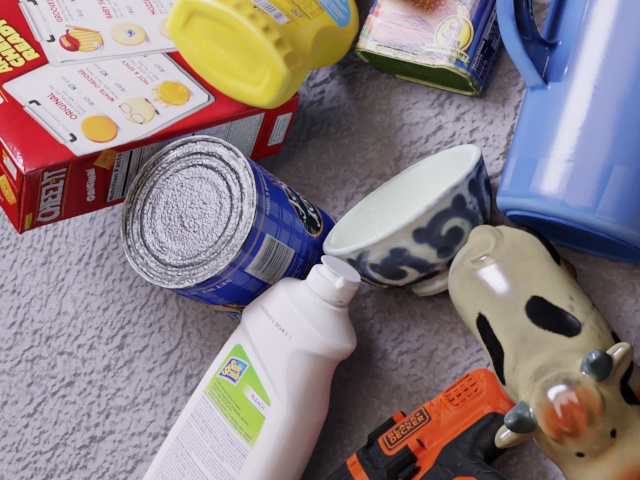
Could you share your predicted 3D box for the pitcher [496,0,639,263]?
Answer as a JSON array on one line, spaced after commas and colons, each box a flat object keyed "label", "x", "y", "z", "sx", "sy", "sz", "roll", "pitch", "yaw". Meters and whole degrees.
[{"label": "pitcher", "x": 0.185, "y": -0.118, "z": 0.651, "sx": 0.149, "sy": 0.144, "sz": 0.243, "roll": 18, "pitch": 86, "yaw": 24}]

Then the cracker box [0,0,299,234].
[{"label": "cracker box", "x": -0.149, "y": -0.108, "z": 0.756, "sx": 0.164, "sy": 0.213, "sz": 0.072, "roll": 51, "pitch": 143, "yaw": 26}]

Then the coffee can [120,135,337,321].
[{"label": "coffee can", "x": -0.055, "y": 0.001, "z": 0.733, "sx": 0.103, "sy": 0.140, "sz": 0.103, "roll": -9, "pitch": 70, "yaw": 24}]

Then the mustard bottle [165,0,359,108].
[{"label": "mustard bottle", "x": -0.024, "y": -0.161, "z": 0.763, "sx": 0.096, "sy": 0.191, "sz": 0.058, "roll": 37, "pitch": 125, "yaw": 5}]

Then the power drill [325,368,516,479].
[{"label": "power drill", "x": 0.061, "y": 0.171, "z": 0.613, "sx": 0.184, "sy": 0.057, "sz": 0.188, "roll": -40, "pitch": 25, "yaw": 4}]

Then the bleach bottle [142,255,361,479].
[{"label": "bleach bottle", "x": -0.042, "y": 0.125, "z": 0.691, "sx": 0.103, "sy": 0.067, "sz": 0.251, "roll": 41, "pitch": 110, "yaw": 32}]

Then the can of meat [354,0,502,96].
[{"label": "can of meat", "x": 0.083, "y": -0.158, "z": 0.765, "sx": 0.102, "sy": 0.057, "sz": 0.084, "roll": 20, "pitch": 86, "yaw": 31}]
